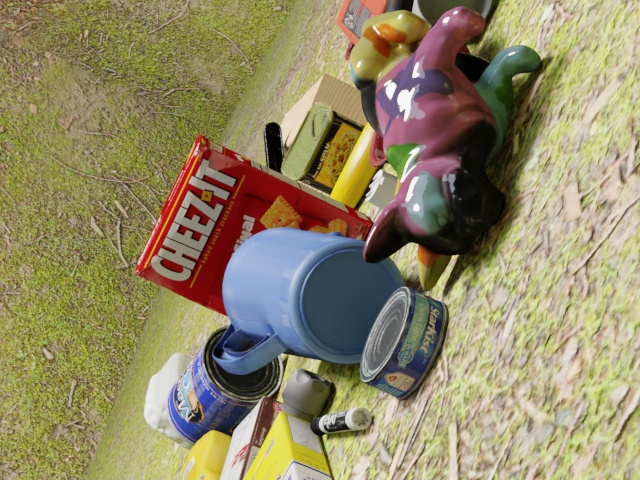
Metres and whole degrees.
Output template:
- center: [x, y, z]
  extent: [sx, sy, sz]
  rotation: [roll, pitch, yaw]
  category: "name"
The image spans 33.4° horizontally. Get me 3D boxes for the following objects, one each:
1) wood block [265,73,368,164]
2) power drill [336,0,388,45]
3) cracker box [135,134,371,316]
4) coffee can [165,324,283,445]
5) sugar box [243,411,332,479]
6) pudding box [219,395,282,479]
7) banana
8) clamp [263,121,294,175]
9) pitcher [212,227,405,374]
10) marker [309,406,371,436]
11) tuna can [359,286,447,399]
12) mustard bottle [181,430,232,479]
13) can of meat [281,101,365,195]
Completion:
- center: [0.001, -0.146, 1.479]
  extent: [0.090, 0.090, 0.206]
  rotation: [-68, 12, -14]
  category: "wood block"
- center: [0.112, -0.304, 1.205]
  extent: [0.187, 0.057, 0.185]
  rotation: [-36, -15, -29]
  category: "power drill"
- center: [-0.073, 0.004, 1.179]
  extent: [0.164, 0.213, 0.072]
  rotation: [-63, 11, 8]
  category: "cracker box"
- center: [-0.119, 0.180, 1.301]
  extent: [0.140, 0.102, 0.102]
  rotation: [-52, 17, 48]
  category: "coffee can"
- center: [-0.031, 0.228, 0.941]
  extent: [0.093, 0.048, 0.176]
  rotation: [-63, 10, 8]
  category: "sugar box"
- center: [-0.075, 0.236, 1.147]
  extent: [0.090, 0.039, 0.113]
  rotation: [-54, 14, 46]
  category: "pudding box"
- center: [0.055, -0.097, 1.279]
  extent: [0.198, 0.037, 0.069]
  rotation: [-62, -6, 7]
  category: "banana"
- center: [-0.051, -0.065, 1.412]
  extent: [0.120, 0.039, 0.171]
  rotation: [-137, 46, -69]
  category: "clamp"
- center: [-0.014, 0.060, 1.015]
  extent: [0.243, 0.144, 0.149]
  rotation: [180, 94, -75]
  category: "pitcher"
- center: [0.016, 0.160, 0.940]
  extent: [0.020, 0.020, 0.121]
  rotation: [-69, 12, -19]
  category: "marker"
- center: [0.065, 0.081, 0.848]
  extent: [0.086, 0.033, 0.086]
  rotation: [-60, 12, 21]
  category: "tuna can"
- center: [-0.130, 0.301, 1.204]
  extent: [0.096, 0.058, 0.191]
  rotation: [-63, 11, 16]
  category: "mustard bottle"
- center: [0.014, -0.109, 1.327]
  extent: [0.058, 0.083, 0.102]
  rotation: [35, 100, 56]
  category: "can of meat"
